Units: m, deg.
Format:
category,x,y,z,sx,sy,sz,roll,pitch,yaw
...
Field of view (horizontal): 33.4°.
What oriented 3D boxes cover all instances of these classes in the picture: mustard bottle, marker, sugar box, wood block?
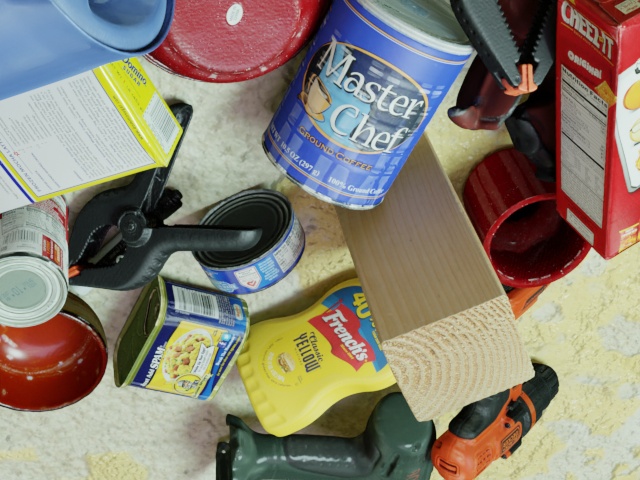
category,x,y,z,sx,sy,sz,roll,pitch,yaw
mustard bottle,0.025,0.086,0.909,0.192,0.096,0.058,-26,157,6
marker,-0.154,0.000,0.849,0.121,0.020,0.020,-40,125,18
sugar box,-0.192,-0.075,0.721,0.176,0.048,0.093,-11,128,25
wood block,0.076,0.021,0.798,0.091,0.206,0.090,-23,128,5

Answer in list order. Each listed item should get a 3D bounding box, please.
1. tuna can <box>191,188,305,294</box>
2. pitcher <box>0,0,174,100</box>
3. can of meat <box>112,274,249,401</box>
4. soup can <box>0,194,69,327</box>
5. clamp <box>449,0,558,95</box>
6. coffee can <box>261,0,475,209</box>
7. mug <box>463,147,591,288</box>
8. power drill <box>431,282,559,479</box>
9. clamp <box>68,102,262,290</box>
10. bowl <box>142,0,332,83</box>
category,x,y,z,sx,sy,sz,roll,pitch,yaw
tuna can,-0.055,0.001,0.831,0.086,0.086,0.033,-23,130,5
pitcher,-0.211,-0.139,0.634,0.243,0.145,0.149,-15,144,28
can of meat,-0.117,0.084,0.899,0.083,0.057,0.102,16,122,-26
soup can,-0.220,0.006,0.786,0.068,0.102,0.068,-7,128,-9
clamp,0.138,-0.203,0.697,0.164,0.036,0.210,-9,94,-10
coffee can,0.033,-0.107,0.757,0.102,0.103,0.140,17,121,-24
mug,0.174,-0.028,0.863,0.117,0.081,0.093,-32,127,12
power drill,0.167,0.102,0.943,0.184,0.057,0.188,-31,130,-46
clamp,-0.125,-0.007,0.806,0.172,0.120,0.039,-43,163,23
bowl,-0.063,-0.166,0.721,0.162,0.055,0.162,-6,128,-8
